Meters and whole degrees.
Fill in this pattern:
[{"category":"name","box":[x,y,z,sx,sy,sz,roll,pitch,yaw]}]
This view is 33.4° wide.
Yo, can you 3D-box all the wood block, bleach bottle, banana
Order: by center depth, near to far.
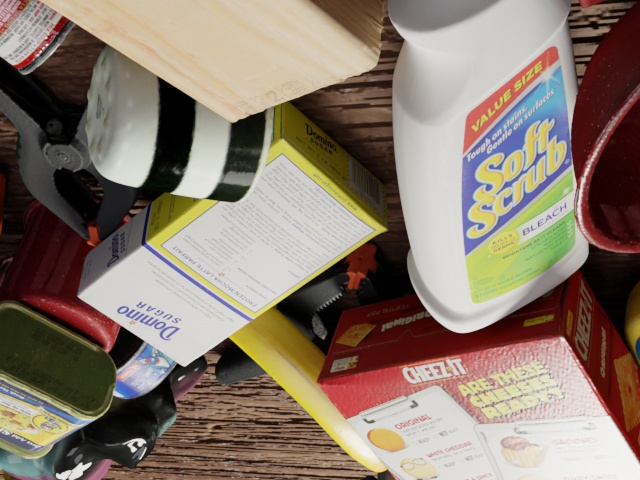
[{"category":"wood block","box":[-0.070,-0.140,0.415,0.090,0.091,0.205,-15,149,36]},{"category":"bleach bottle","box":[0.073,-0.054,0.506,0.102,0.068,0.250,-29,144,-3]},{"category":"banana","box":[-0.015,0.088,0.730,0.198,0.037,0.070,44,170,-4]}]

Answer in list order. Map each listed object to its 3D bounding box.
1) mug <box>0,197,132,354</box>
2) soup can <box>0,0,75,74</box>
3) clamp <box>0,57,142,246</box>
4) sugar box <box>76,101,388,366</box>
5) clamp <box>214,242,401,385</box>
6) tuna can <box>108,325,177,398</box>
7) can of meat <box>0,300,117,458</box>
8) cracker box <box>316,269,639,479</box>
[{"category":"mug","box":[-0.179,0.029,0.720,0.117,0.081,0.093,-3,141,21]},{"category":"soup can","box":[-0.164,-0.136,0.507,0.102,0.068,0.069,36,138,-28]},{"category":"clamp","box":[-0.137,-0.064,0.620,0.120,0.039,0.171,3,140,21]},{"category":"sugar box","box":[-0.054,0.000,0.643,0.176,0.048,0.093,-33,125,28]},{"category":"clamp","box":[0.001,0.072,0.761,0.164,0.036,0.210,15,141,9]},{"category":"tuna can","box":[-0.132,0.068,0.754,0.086,0.086,0.033,-19,135,36]},{"category":"can of meat","box":[-0.194,0.090,0.687,0.102,0.057,0.084,33,137,-26]},{"category":"cracker box","box":[0.125,0.119,0.681,0.164,0.072,0.213,-16,126,32]}]
